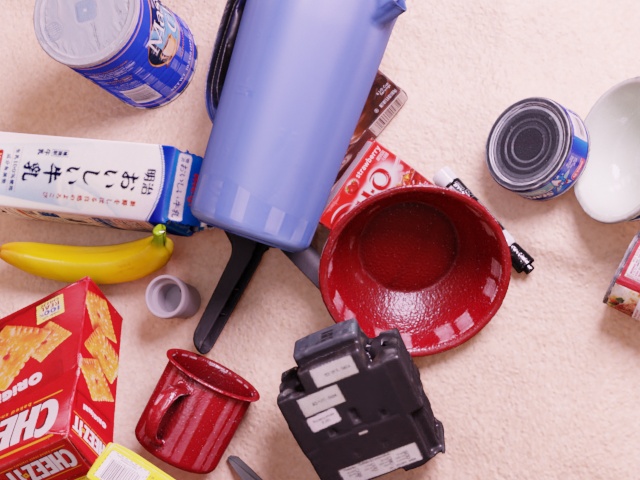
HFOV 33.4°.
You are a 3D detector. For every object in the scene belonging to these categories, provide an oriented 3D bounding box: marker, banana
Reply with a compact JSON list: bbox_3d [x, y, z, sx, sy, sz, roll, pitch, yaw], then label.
[{"bbox_3d":[0.144,-0.017,0.938,0.020,0.020,0.121,-42,72,6],"label":"marker"},{"bbox_3d":[-0.212,0.014,1.016,0.198,0.069,0.037,-8,44,26],"label":"banana"}]

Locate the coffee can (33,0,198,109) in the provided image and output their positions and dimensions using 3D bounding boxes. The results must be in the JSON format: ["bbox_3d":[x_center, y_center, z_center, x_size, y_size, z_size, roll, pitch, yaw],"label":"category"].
[{"bbox_3d":[-0.189,-0.192,1.003,0.103,0.140,0.103,-3,80,16],"label":"coffee can"}]

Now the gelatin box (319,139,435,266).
[{"bbox_3d":[0.049,-0.033,0.947,0.073,0.030,0.089,35,92,-12],"label":"gelatin box"}]

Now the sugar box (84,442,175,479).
[{"bbox_3d":[-0.160,0.241,0.849,0.093,0.048,0.176,33,130,3],"label":"sugar box"}]

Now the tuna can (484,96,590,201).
[{"bbox_3d":[0.184,-0.079,0.912,0.086,0.033,0.086,-14,69,39],"label":"tuna can"}]

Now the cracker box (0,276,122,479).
[{"bbox_3d":[-0.265,0.146,0.945,0.164,0.072,0.213,-25,33,11],"label":"cracker box"}]

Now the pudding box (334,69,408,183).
[{"bbox_3d":[0.012,-0.120,0.985,0.090,0.039,0.113,44,94,19],"label":"pudding box"}]

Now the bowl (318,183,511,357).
[{"bbox_3d":[0.078,0.017,0.910,0.162,0.055,0.162,-1,115,-1],"label":"bowl"}]

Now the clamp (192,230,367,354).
[{"bbox_3d":[-0.056,0.001,0.986,0.165,0.036,0.210,-17,75,13],"label":"clamp"}]

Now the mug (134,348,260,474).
[{"bbox_3d":[-0.117,0.153,0.940,0.093,0.117,0.081,29,95,19],"label":"mug"}]

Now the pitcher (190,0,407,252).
[{"bbox_3d":[-0.033,-0.121,0.918,0.145,0.149,0.243,19,90,-8],"label":"pitcher"}]
